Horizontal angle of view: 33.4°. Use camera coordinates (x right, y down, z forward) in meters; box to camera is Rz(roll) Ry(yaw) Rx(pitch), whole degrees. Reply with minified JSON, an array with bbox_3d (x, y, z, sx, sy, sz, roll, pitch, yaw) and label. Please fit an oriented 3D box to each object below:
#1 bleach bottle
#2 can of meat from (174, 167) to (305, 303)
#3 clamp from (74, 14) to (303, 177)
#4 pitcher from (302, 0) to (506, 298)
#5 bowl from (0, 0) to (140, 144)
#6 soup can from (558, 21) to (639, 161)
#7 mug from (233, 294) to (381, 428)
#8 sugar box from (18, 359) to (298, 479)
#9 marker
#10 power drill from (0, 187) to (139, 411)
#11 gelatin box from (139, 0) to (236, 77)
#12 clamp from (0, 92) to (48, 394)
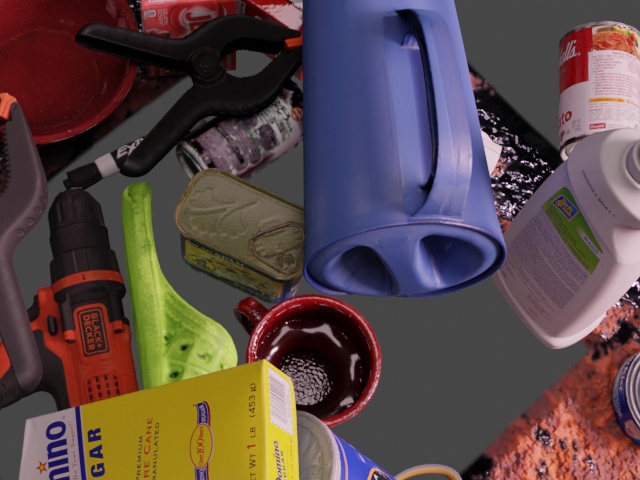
[{"bbox_3d":[0.189,-0.004,0.728,0.068,0.251,0.102,-34,78,-16],"label":"bleach bottle"},{"bbox_3d":[-0.055,0.001,0.788,0.102,0.084,0.057,24,70,2],"label":"can of meat"},{"bbox_3d":[-0.095,-0.131,0.796,0.171,0.039,0.120,-27,89,-16],"label":"clamp"},{"bbox_3d":[0.051,-0.091,0.733,0.149,0.144,0.243,-17,63,28],"label":"pitcher"},{"bbox_3d":[-0.220,-0.139,0.833,0.162,0.055,0.162,2,71,-6],"label":"bowl"},{"bbox_3d":[0.228,-0.117,0.869,0.068,0.068,0.102,6,71,-4],"label":"soup can"},{"bbox_3d":[-0.018,0.086,0.764,0.117,0.081,0.093,40,72,7],"label":"mug"},{"bbox_3d":[-0.099,0.136,0.630,0.176,0.048,0.093,-16,57,20],"label":"sugar box"},{"bbox_3d":[-0.145,-0.069,0.837,0.121,0.020,0.020,-28,76,-15],"label":"marker"},{"bbox_3d":[-0.230,0.060,0.760,0.187,0.057,0.184,-12,70,-7],"label":"power drill"},{"bbox_3d":[-0.103,-0.167,0.837,0.073,0.089,0.030,-6,62,-9],"label":"gelatin box"},{"bbox_3d":[-0.256,-0.006,0.737,0.164,0.036,0.210,7,70,-1],"label":"clamp"}]
